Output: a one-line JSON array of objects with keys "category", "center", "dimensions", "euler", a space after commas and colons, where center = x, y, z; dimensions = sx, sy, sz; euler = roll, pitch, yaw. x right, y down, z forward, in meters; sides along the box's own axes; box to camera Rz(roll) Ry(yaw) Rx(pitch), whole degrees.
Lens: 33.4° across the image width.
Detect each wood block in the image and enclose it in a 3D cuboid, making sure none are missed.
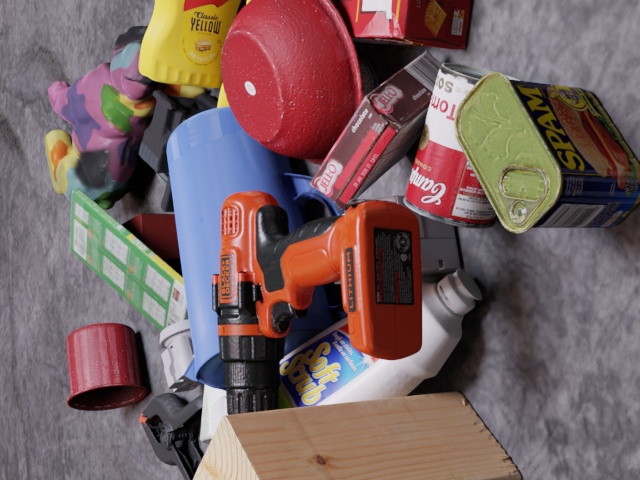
[{"category": "wood block", "center": [0.025, 0.173, 0.748], "dimensions": [0.091, 0.205, 0.090], "euler": [55, 132, 40]}]

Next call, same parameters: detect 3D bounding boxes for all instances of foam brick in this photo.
[{"category": "foam brick", "center": [-0.192, 0.004, 1.196], "dimensions": [0.078, 0.051, 0.053], "euler": [-22, 71, 53]}]

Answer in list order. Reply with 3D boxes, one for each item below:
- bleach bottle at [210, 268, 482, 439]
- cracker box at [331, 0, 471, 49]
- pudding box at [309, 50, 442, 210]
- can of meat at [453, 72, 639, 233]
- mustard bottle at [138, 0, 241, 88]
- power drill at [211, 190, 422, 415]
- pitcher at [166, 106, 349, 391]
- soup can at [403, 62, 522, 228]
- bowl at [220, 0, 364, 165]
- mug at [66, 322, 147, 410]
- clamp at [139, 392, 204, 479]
[{"category": "bleach bottle", "center": [0.021, 0.103, 0.835], "dimensions": [0.251, 0.068, 0.102], "euler": [-41, 34, 22]}, {"category": "cracker box", "center": [0.030, -0.242, 0.856], "dimensions": [0.214, 0.071, 0.164], "euler": [18, 105, 53]}, {"category": "pudding box", "center": [0.049, -0.083, 0.798], "dimensions": [0.039, 0.113, 0.090], "euler": [42, 130, 7]}, {"category": "can of meat", "center": [0.146, -0.054, 0.679], "dimensions": [0.058, 0.083, 0.102], "euler": [-53, 49, 41]}, {"category": "mustard bottle", "center": [-0.119, -0.250, 1.050], "dimensions": [0.058, 0.096, 0.192], "euler": [32, 115, 51]}, {"category": "power drill", "center": [-0.011, 0.048, 0.763], "dimensions": [0.188, 0.057, 0.184], "euler": [-7, 83, 49]}, {"category": "pitcher", "center": [-0.056, 0.001, 0.948], "dimensions": [0.145, 0.149, 0.243], "euler": [120, 141, -56]}, {"category": "soup can", "center": [0.104, -0.067, 0.754], "dimensions": [0.069, 0.068, 0.102], "euler": [36, 119, 49]}, {"category": "bowl", "center": [-0.035, -0.132, 0.870], "dimensions": [0.162, 0.055, 0.162], "euler": [36, 137, 43]}, {"category": "mug", "center": [-0.253, 0.152, 1.266], "dimensions": [0.117, 0.093, 0.081], "euler": [78, -179, -66]}, {"category": "clamp", "center": [-0.149, 0.200, 1.145], "dimensions": [0.172, 0.039, 0.120], "euler": [25, 109, 53]}]
